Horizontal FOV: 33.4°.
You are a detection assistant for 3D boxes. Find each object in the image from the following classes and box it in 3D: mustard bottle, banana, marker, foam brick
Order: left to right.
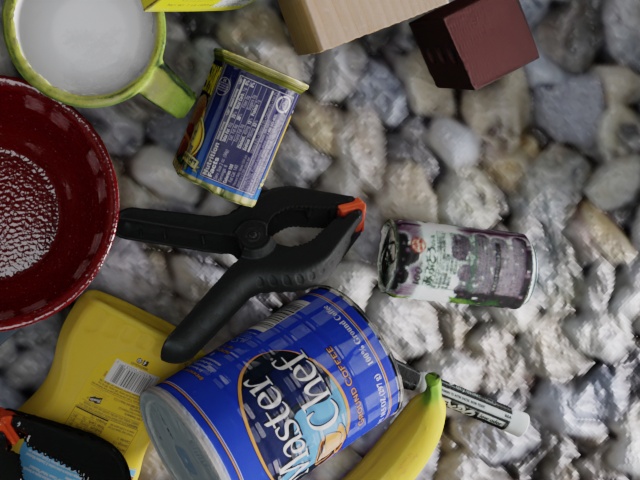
[{"bbox_3d":[-0.163,0.135,0.721,0.096,0.058,0.191,29,93,-27],"label":"mustard bottle"},{"bbox_3d":[0.028,0.173,0.765,0.198,0.037,0.069,-50,133,5],"label":"banana"},{"bbox_3d":[0.098,0.115,0.785,0.121,0.020,0.020,24,94,-13],"label":"marker"},{"bbox_3d":[0.102,-0.135,0.716,0.051,0.078,0.053,-27,103,-7],"label":"foam brick"}]

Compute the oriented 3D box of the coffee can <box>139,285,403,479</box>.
[{"bbox_3d":[-0.032,0.107,0.696,0.140,0.103,0.103,-30,104,-26],"label":"coffee can"}]

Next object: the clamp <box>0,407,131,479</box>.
[{"bbox_3d":[-0.140,0.187,0.687,0.164,0.036,0.210,-31,108,-25],"label":"clamp"}]

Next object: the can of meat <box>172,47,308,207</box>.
[{"bbox_3d":[-0.054,-0.074,0.687,0.057,0.102,0.084,21,97,-14],"label":"can of meat"}]

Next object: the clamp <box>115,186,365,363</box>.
[{"bbox_3d":[-0.055,0.001,0.718,0.171,0.039,0.120,-25,67,-21],"label":"clamp"}]

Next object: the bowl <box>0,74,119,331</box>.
[{"bbox_3d":[-0.211,-0.021,0.678,0.162,0.055,0.162,2,83,-13],"label":"bowl"}]
